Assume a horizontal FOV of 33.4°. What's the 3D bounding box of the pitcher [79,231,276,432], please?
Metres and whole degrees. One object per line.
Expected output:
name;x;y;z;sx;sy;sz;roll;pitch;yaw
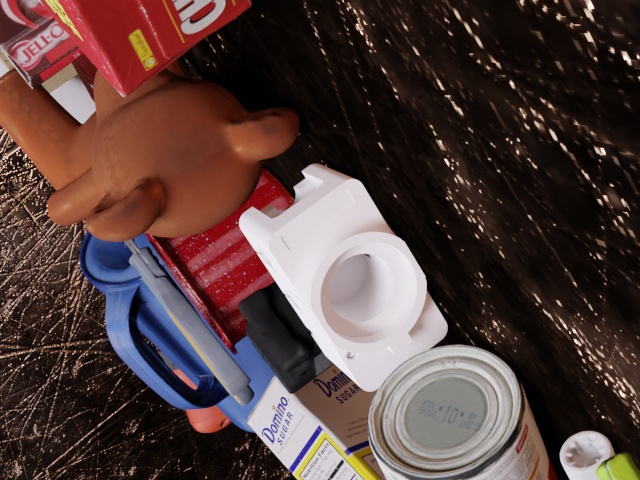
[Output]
pitcher;-0.094;0.069;0.931;0.145;0.149;0.242;42;169;52

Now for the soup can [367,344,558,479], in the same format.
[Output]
soup can;0.067;0.102;0.466;0.069;0.068;0.102;44;166;47

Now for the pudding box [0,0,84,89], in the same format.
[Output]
pudding box;-0.133;-0.139;0.515;0.114;0.090;0.039;49;170;30

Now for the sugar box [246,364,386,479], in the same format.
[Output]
sugar box;0.047;0.144;0.615;0.176;0.048;0.093;41;-156;28

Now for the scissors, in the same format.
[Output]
scissors;-0.097;0.030;0.661;0.202;0.016;0.096;47;169;36

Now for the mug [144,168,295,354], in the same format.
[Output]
mug;-0.054;0.001;0.657;0.117;0.081;0.093;49;170;28
